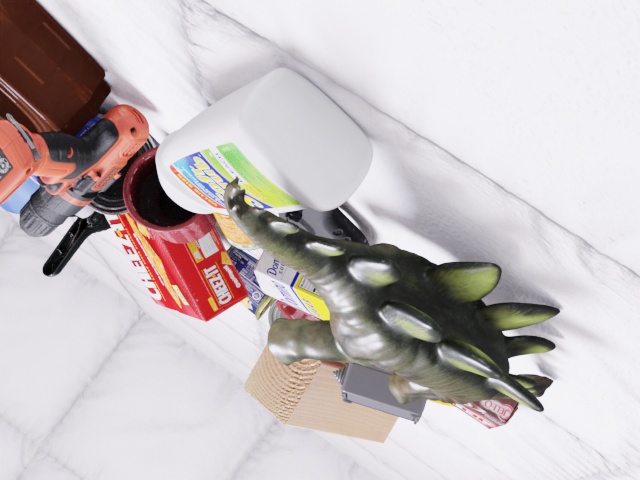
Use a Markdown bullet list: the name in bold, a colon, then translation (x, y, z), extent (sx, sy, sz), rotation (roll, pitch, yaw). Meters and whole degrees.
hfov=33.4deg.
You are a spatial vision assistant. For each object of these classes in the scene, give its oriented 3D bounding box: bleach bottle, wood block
- **bleach bottle**: translation (-0.063, -0.056, 0.820), extent (0.102, 0.068, 0.251), rotation (43, 158, -15)
- **wood block**: translation (0.015, 0.186, 1.348), extent (0.090, 0.091, 0.205), rotation (34, -172, 40)

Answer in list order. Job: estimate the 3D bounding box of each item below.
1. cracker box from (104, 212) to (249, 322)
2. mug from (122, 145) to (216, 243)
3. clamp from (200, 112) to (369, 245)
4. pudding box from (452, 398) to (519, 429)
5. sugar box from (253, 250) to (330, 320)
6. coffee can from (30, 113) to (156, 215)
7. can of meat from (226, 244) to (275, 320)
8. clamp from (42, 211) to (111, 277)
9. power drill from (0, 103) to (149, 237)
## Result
- **cracker box**: translation (-0.184, 0.005, 1.297), extent (0.164, 0.072, 0.214), rotation (64, 159, -14)
- **mug**: translation (-0.139, -0.045, 1.118), extent (0.117, 0.093, 0.081), rotation (-3, 166, 5)
- **clamp**: translation (-0.006, -0.025, 0.923), extent (0.165, 0.036, 0.209), rotation (21, 158, 48)
- **pudding box**: translation (0.154, 0.159, 1.157), extent (0.113, 0.039, 0.090), rotation (35, 168, 6)
- **sugar box**: translation (0.023, 0.061, 1.074), extent (0.176, 0.048, 0.093), rotation (21, 165, 11)
- **coffee can**: translation (-0.258, -0.093, 1.187), extent (0.141, 0.102, 0.102), rotation (21, 160, 48)
- **can of meat**: translation (-0.094, 0.051, 1.378), extent (0.084, 0.057, 0.102), rotation (38, 167, 3)
- **clamp**: translation (-0.307, -0.040, 1.382), extent (0.039, 0.171, 0.120), rotation (34, 153, 26)
- **power drill**: translation (-0.268, -0.059, 1.010), extent (0.057, 0.185, 0.187), rotation (51, -157, 8)
